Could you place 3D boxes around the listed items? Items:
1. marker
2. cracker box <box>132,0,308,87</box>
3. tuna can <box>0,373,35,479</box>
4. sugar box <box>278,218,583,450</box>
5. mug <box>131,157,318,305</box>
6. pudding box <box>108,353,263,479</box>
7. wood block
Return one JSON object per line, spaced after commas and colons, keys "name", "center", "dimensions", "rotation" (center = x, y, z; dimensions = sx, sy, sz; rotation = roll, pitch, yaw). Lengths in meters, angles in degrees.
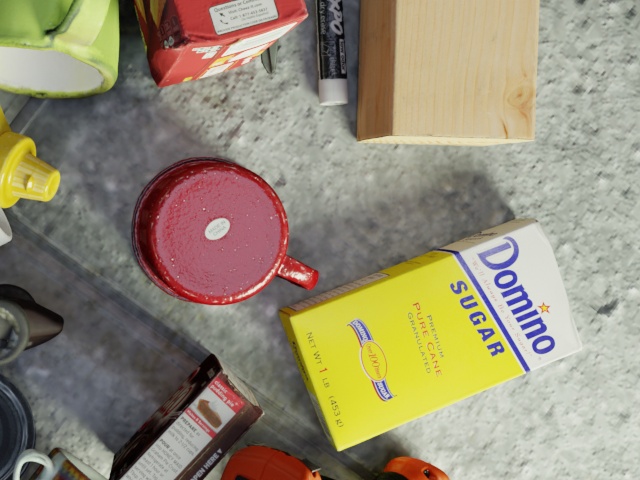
{"name": "marker", "center": [0.006, -0.147, 0.674], "dimensions": [0.020, 0.020, 0.121], "rotation": [-4, 93, -11]}
{"name": "cracker box", "center": [-0.085, -0.201, 0.581], "dimensions": [0.072, 0.164, 0.214], "rotation": [-18, 96, -12]}
{"name": "tuna can", "center": [-0.209, 0.114, 0.613], "dimensions": [0.086, 0.034, 0.086], "rotation": [14, 58, -24]}
{"name": "sugar box", "center": [0.072, 0.057, 0.683], "dimensions": [0.176, 0.048, 0.093], "rotation": [-21, 96, -9]}
{"name": "mug", "center": [-0.054, 0.001, 0.636], "dimensions": [0.117, 0.081, 0.093], "rotation": [29, 86, -11]}
{"name": "pudding box", "center": [-0.079, 0.113, 0.620], "dimensions": [0.039, 0.113, 0.090], "rotation": [43, 83, -7]}
{"name": "wood block", "center": [0.077, -0.164, 0.653], "dimensions": [0.090, 0.090, 0.206], "rotation": [1, 93, -11]}
